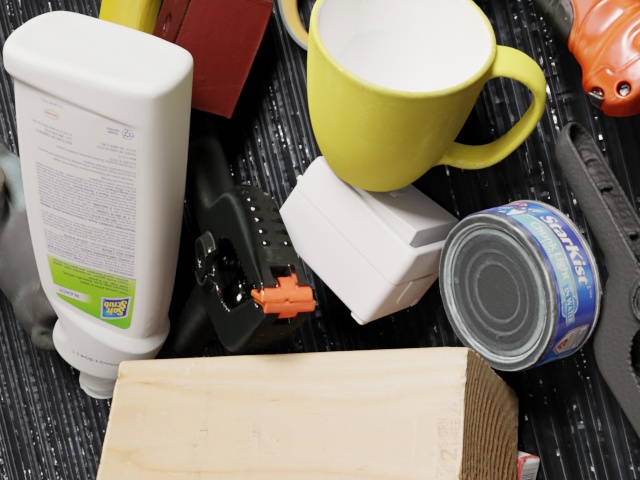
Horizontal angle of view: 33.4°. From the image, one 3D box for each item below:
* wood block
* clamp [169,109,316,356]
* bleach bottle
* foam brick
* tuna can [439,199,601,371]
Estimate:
[{"bbox_3d":[-0.007,0.115,0.575,0.206,0.090,0.090,-5,64,27],"label":"wood block"},{"bbox_3d":[-0.054,0.001,0.617,0.210,0.036,0.164,-169,77,-68],"label":"clamp"},{"bbox_3d":[-0.136,-0.005,0.647,0.102,0.068,0.251,18,127,10],"label":"bleach bottle"},{"bbox_3d":[-0.069,-0.122,0.638,0.078,0.051,0.053,-66,25,22],"label":"foam brick"},{"bbox_3d":[0.101,0.024,0.552,0.086,0.033,0.086,25,121,50],"label":"tuna can"}]
